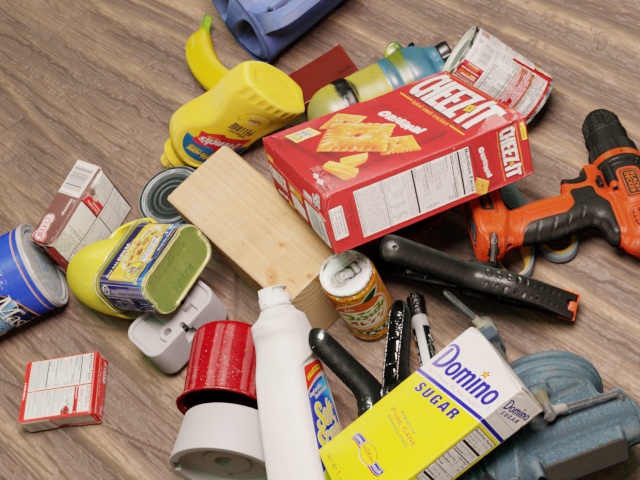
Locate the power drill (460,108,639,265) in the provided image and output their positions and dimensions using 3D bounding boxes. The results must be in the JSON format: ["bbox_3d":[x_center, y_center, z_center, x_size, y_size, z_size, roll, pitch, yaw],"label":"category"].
[{"bbox_3d":[0.236,-0.053,1.069,0.187,0.057,0.184,-10,50,1],"label":"power drill"}]

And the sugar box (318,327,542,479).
[{"bbox_3d":[0.088,0.159,0.891,0.176,0.048,0.093,-42,35,6],"label":"sugar box"}]

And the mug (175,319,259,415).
[{"bbox_3d":[-0.081,0.136,1.074,0.117,0.093,0.081,12,55,-9],"label":"mug"}]

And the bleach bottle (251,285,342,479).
[{"bbox_3d":[-0.021,0.163,0.980,0.068,0.102,0.251,-20,74,22],"label":"bleach bottle"}]

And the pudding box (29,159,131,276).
[{"bbox_3d":[-0.273,-0.021,1.225,0.039,0.090,0.113,18,67,25],"label":"pudding box"}]

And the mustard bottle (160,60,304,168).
[{"bbox_3d":[-0.116,-0.132,1.224,0.192,0.096,0.058,-28,59,35],"label":"mustard bottle"}]

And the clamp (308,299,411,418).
[{"bbox_3d":[0.068,0.139,1.010,0.120,0.039,0.171,-26,91,-31],"label":"clamp"}]

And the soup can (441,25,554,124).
[{"bbox_3d":[0.189,-0.174,1.141,0.102,0.069,0.068,31,70,-9],"label":"soup can"}]

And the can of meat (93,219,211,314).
[{"bbox_3d":[-0.173,0.028,1.110,0.084,0.057,0.102,2,50,44],"label":"can of meat"}]

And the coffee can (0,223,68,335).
[{"bbox_3d":[-0.372,0.057,1.204,0.140,0.102,0.103,-26,55,3],"label":"coffee can"}]

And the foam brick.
[{"bbox_3d":[0.008,-0.179,1.245,0.078,0.051,0.053,-31,56,0],"label":"foam brick"}]

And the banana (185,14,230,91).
[{"bbox_3d":[-0.112,-0.204,1.302,0.070,0.037,0.198,-52,58,14],"label":"banana"}]

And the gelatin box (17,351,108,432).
[{"bbox_3d":[-0.277,0.164,1.152,0.089,0.030,0.073,-10,56,13],"label":"gelatin box"}]

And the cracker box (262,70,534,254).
[{"bbox_3d":[0.072,-0.084,1.040,0.213,0.072,0.164,-22,31,-12],"label":"cracker box"}]

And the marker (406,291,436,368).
[{"bbox_3d":[0.104,0.104,1.062,0.020,0.020,0.121,-15,57,10],"label":"marker"}]

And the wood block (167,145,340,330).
[{"bbox_3d":[-0.057,0.001,1.136,0.090,0.090,0.206,-44,56,-10],"label":"wood block"}]

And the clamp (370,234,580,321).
[{"bbox_3d":[0.145,0.037,1.038,0.210,0.164,0.036,16,85,-6],"label":"clamp"}]

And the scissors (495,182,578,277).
[{"bbox_3d":[0.217,-0.047,1.116,0.096,0.016,0.201,-5,59,15],"label":"scissors"}]

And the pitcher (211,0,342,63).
[{"bbox_3d":[-0.011,-0.333,1.297,0.242,0.145,0.149,-39,73,-9],"label":"pitcher"}]

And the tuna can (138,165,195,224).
[{"bbox_3d":[-0.166,-0.043,1.235,0.086,0.033,0.086,-9,58,14],"label":"tuna can"}]
